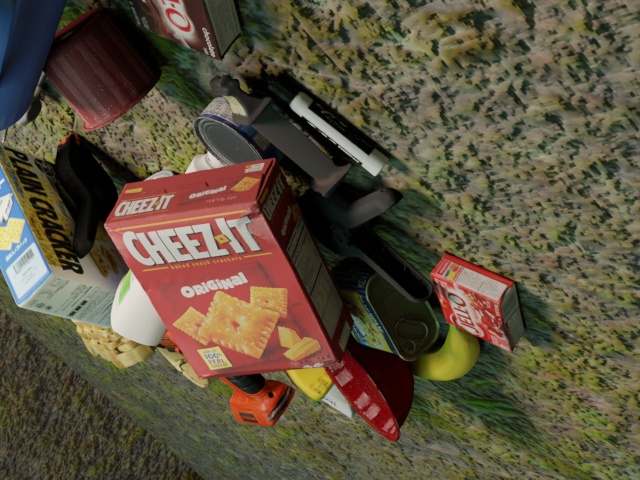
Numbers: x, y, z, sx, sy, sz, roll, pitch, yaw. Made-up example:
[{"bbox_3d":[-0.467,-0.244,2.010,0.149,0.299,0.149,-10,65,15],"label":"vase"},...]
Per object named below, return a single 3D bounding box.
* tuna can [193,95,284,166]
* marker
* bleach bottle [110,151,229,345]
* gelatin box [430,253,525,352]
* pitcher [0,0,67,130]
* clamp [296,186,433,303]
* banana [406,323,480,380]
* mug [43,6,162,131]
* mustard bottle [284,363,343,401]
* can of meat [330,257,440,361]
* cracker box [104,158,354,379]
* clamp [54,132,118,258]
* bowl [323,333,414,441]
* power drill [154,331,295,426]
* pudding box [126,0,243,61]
[{"bbox_3d":[-0.074,-0.095,0.992,0.086,0.033,0.086,32,159,14],"label":"tuna can"},{"bbox_3d":[0.004,-0.097,0.882,0.121,0.020,0.020,38,160,-3],"label":"marker"},{"bbox_3d":[-0.145,-0.007,1.118,0.068,0.102,0.251,23,124,-13],"label":"bleach bottle"},{"bbox_3d":[0.144,0.058,0.974,0.073,0.030,0.089,25,156,31],"label":"gelatin box"},{"bbox_3d":[-0.271,-0.185,0.862,0.145,0.149,0.243,41,142,4],"label":"pitcher"},{"bbox_3d":[0.031,-0.019,0.973,0.172,0.039,0.120,28,141,39],"label":"clamp"},{"bbox_3d":[0.123,0.117,1.135,0.069,0.037,0.198,66,157,7],"label":"banana"},{"bbox_3d":[-0.210,-0.167,1.003,0.081,0.093,0.117,53,-169,-25],"label":"mug"},{"bbox_3d":[-0.051,0.103,1.293,0.191,0.096,0.058,35,163,6],"label":"mustard bottle"},{"bbox_3d":[0.060,0.066,1.073,0.084,0.057,0.102,6,131,58],"label":"can of meat"},{"bbox_3d":[-0.083,0.035,1.020,0.164,0.072,0.213,-8,129,23],"label":"cracker box"},{"bbox_3d":[-0.274,-0.045,1.284,0.210,0.036,0.164,58,-164,18],"label":"clamp"},{"bbox_3d":[0.054,0.141,1.179,0.162,0.055,0.162,48,164,19],"label":"bowl"},{"bbox_3d":[-0.134,0.146,1.282,0.187,0.057,0.185,43,156,-22],"label":"power drill"},{"bbox_3d":[-0.114,-0.200,0.823,0.090,0.039,0.113,27,158,24],"label":"pudding box"}]
